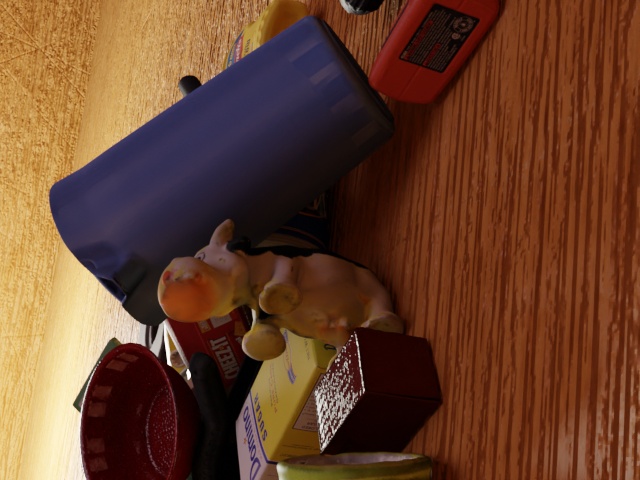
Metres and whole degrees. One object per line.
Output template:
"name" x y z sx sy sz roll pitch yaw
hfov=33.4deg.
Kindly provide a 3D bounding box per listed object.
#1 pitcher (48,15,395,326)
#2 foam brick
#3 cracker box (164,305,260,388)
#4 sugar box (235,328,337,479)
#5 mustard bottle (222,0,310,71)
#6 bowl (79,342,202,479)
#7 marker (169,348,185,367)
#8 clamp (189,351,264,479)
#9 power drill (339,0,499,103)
"pitcher" -0.071 -0.059 0.801 0.243 0.144 0.149 -35 66 10
"foam brick" 0.035 0.100 0.690 0.078 0.053 0.051 121 153 -43
"cracker box" -0.132 0.028 1.056 0.214 0.072 0.164 -123 10 -62
"sugar box" -0.021 0.126 0.844 0.093 0.048 0.176 -101 31 -48
"mustard bottle" -0.062 -0.184 1.118 0.192 0.058 0.096 174 99 -70
"bowl" -0.157 0.176 0.982 0.162 0.055 0.162 -9 77 47
"marker" -0.131 0.114 1.122 0.121 0.020 0.020 -20 -55 -78
"clamp" -0.087 0.162 0.940 0.039 0.120 0.171 11 94 33
"power drill" 0.064 -0.190 0.768 0.185 0.057 0.187 123 151 -46
